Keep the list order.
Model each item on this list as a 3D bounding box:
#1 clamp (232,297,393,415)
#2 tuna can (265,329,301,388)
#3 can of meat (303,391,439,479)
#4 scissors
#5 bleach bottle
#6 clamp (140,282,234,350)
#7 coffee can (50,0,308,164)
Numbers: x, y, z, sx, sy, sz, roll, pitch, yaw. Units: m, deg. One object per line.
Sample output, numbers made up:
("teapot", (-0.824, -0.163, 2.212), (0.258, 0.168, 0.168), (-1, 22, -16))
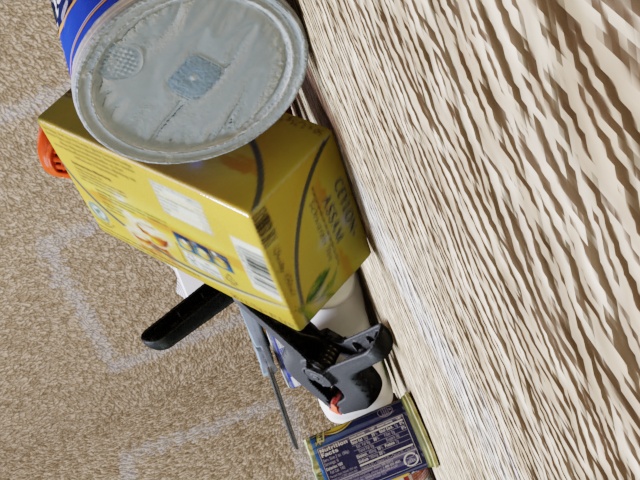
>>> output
("clamp", (0.012, 0.085, 0.767), (0.120, 0.039, 0.171), (23, 160, 32))
("tuna can", (-0.031, 0.106, 1.083), (0.086, 0.033, 0.086), (160, 89, -88))
("can of meat", (0.037, 0.156, 0.787), (0.102, 0.084, 0.057), (73, 174, -78))
("scissors", (-0.051, 0.122, 1.064), (0.096, 0.016, 0.202), (69, 179, -68))
("bleach bottle", (0.011, 0.063, 0.856), (0.251, 0.068, 0.102), (76, 174, -64))
("clamp", (-0.056, 0.001, 0.884), (0.036, 0.209, 0.164), (15, 102, 41))
("coffee can", (-0.075, -0.120, 0.493), (0.103, 0.103, 0.140), (70, 178, -55))
